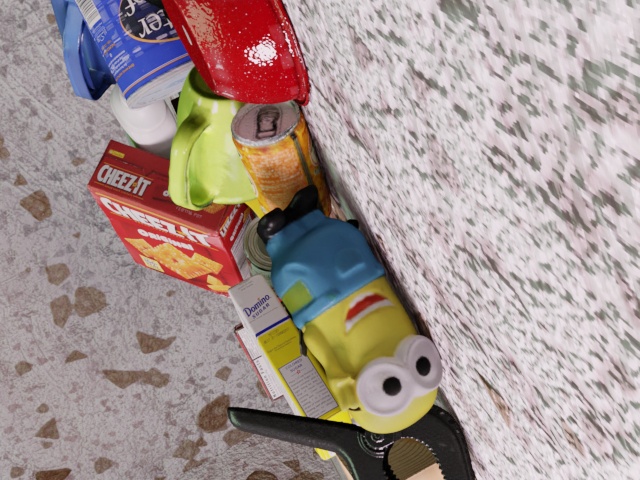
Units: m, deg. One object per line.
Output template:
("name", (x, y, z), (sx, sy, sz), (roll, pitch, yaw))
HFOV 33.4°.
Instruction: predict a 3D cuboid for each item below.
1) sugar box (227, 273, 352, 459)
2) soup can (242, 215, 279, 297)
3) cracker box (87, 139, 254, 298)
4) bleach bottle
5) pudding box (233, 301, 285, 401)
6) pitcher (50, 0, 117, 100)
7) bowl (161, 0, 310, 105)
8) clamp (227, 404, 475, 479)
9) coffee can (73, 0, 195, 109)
("sugar box", (-0.027, 0.123, 1.051), (0.176, 0.048, 0.093), (58, 172, 31))
("soup can", (-0.047, 0.016, 1.145), (0.068, 0.068, 0.102), (60, 172, 16))
("cracker box", (-0.159, -0.016, 1.234), (0.164, 0.072, 0.213), (19, 160, 14))
("bleach bottle", (-0.187, -0.117, 1.220), (0.102, 0.068, 0.251), (51, 171, 12))
("pudding box", (-0.025, 0.109, 1.160), (0.090, 0.113, 0.039), (63, 177, -5))
("pitcher", (-0.243, -0.274, 1.172), (0.149, 0.145, 0.243), (60, 170, 16))
("bowl", (-0.068, -0.152, 0.719), (0.162, 0.055, 0.162), (60, 173, 12))
("clamp", (0.037, 0.151, 0.826), (0.210, 0.165, 0.036), (51, -168, 11))
("coffee can", (-0.169, -0.211, 1.017), (0.140, 0.102, 0.103), (62, 173, -2))
